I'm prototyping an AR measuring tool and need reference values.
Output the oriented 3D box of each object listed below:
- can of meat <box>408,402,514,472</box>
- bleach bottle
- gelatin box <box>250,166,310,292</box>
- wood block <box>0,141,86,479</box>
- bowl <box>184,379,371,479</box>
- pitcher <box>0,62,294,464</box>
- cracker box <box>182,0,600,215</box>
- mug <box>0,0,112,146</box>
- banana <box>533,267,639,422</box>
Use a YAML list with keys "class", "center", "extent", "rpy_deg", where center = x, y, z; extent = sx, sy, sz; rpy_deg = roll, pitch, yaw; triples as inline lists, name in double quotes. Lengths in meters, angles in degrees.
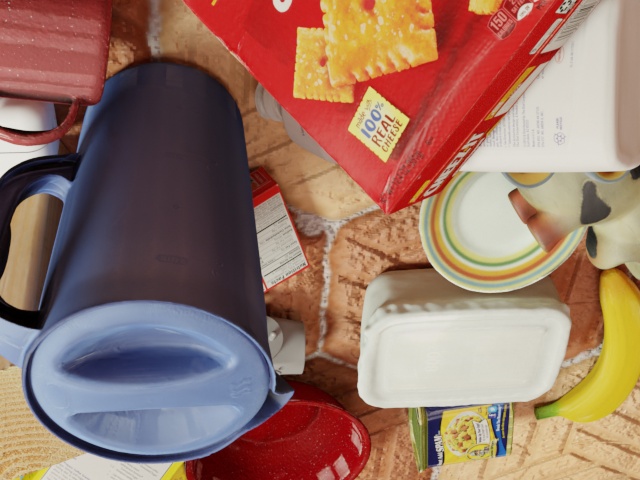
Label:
- class: "can of meat"
  center: [0.122, 0.153, 0.936]
  extent: [0.084, 0.057, 0.102]
  rpy_deg: [-8, 134, -2]
- class: "bleach bottle"
  center: [0.066, -0.094, 0.635]
  extent: [0.251, 0.102, 0.067]
  rpy_deg: [6, -172, 36]
- class: "gelatin box"
  center: [-0.055, 0.001, 0.777]
  extent: [0.073, 0.030, 0.089]
  rpy_deg: [-31, 134, -11]
- class: "wood block"
  center: [-0.194, 0.041, 0.695]
  extent: [0.090, 0.206, 0.090]
  rpy_deg: [-21, 132, 13]
- class: "bowl"
  center: [-0.039, 0.171, 0.932]
  extent: [0.162, 0.055, 0.162]
  rpy_deg: [-6, 134, -6]
- class: "pitcher"
  center: [-0.107, -0.003, 0.639]
  extent: [0.145, 0.243, 0.149]
  rpy_deg: [-17, 132, 10]
- class: "cracker box"
  center: [0.021, -0.146, 0.550]
  extent: [0.214, 0.072, 0.164]
  rpy_deg: [47, 125, 13]
- class: "mug"
  center: [-0.167, -0.112, 0.624]
  extent: [0.081, 0.117, 0.093]
  rpy_deg: [4, 164, -16]
- class: "banana"
  center: [0.244, 0.100, 0.912]
  extent: [0.069, 0.037, 0.198]
  rpy_deg: [3, 133, -10]
